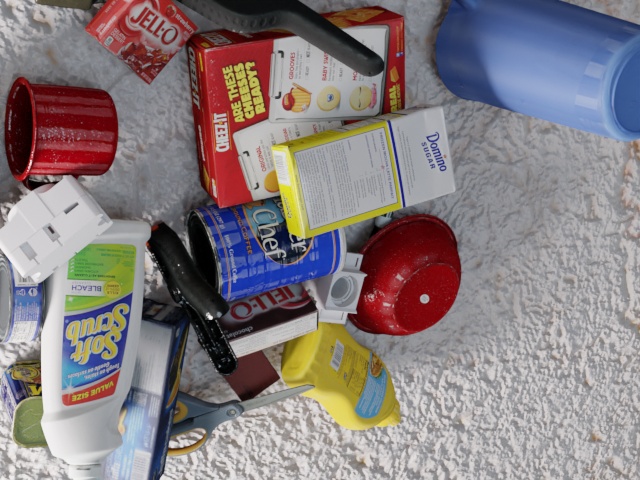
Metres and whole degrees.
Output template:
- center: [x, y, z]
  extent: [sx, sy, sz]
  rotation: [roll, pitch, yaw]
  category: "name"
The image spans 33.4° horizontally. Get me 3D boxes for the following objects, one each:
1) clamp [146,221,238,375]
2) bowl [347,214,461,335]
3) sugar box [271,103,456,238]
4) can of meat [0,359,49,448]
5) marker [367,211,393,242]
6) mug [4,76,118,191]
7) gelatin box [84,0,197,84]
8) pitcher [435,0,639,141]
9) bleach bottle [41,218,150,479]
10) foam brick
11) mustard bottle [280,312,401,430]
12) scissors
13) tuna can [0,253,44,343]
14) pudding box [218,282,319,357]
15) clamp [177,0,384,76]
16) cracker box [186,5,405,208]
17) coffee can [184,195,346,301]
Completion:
- center: [-0.129, 0.042, 1.046]
  extent: [0.039, 0.171, 0.120]
  rotation: [-26, 156, -23]
  category: "clamp"
- center: [0.107, 0.053, 1.228]
  extent: [0.161, 0.055, 0.162]
  rotation: [-17, 126, -25]
  category: "bowl"
- center: [0.045, -0.071, 1.062]
  extent: [0.176, 0.048, 0.093]
  rotation: [-18, 107, -24]
  category: "sugar box"
- center: [-0.268, 0.162, 1.082]
  extent: [0.101, 0.084, 0.057]
  rotation: [1, 111, -28]
  category: "can of meat"
- center: [0.078, -0.046, 1.204]
  extent: [0.020, 0.020, 0.121]
  rotation: [8, 109, -30]
  category: "marker"
- center: [-0.240, -0.091, 0.983]
  extent: [0.081, 0.093, 0.117]
  rotation: [-1, 128, -32]
  category: "mug"
- center: [-0.164, -0.196, 0.985]
  extent: [0.073, 0.030, 0.089]
  rotation: [-49, 150, 0]
  category: "gelatin box"
- center: [0.246, -0.176, 1.095]
  extent: [0.149, 0.243, 0.145]
  rotation: [-6, 113, -32]
  category: "pitcher"
- center: [-0.216, 0.107, 1.026]
  extent: [0.102, 0.068, 0.251]
  rotation: [2, 81, -24]
  category: "bleach bottle"
- center: [-0.090, 0.130, 1.179]
  extent: [0.053, 0.051, 0.078]
  rotation: [-35, 123, -8]
  category: "foam brick"
- center: [0.035, 0.165, 1.243]
  extent: [0.191, 0.058, 0.096]
  rotation: [43, 49, -35]
  category: "mustard bottle"
- center: [-0.113, 0.174, 1.160]
  extent: [0.202, 0.016, 0.096]
  rotation: [-33, 113, 21]
  category: "scissors"
- center: [-0.291, 0.055, 1.020]
  extent: [0.033, 0.086, 0.086]
  rotation: [0, 112, -29]
  category: "tuna can"
- center: [-0.069, 0.072, 1.137]
  extent: [0.113, 0.090, 0.039]
  rotation: [-20, 137, -17]
  category: "pudding box"
- center: [-0.038, -0.223, 1.004]
  extent: [0.209, 0.164, 0.036]
  rotation: [-1, 147, -19]
  category: "clamp"
- center: [-0.021, -0.139, 1.080]
  extent: [0.213, 0.072, 0.164]
  rotation: [-13, 117, -21]
  category: "cracker box"
- center: [-0.057, 0.001, 1.105]
  extent: [0.140, 0.103, 0.103]
  rotation: [-14, 118, -21]
  category: "coffee can"
